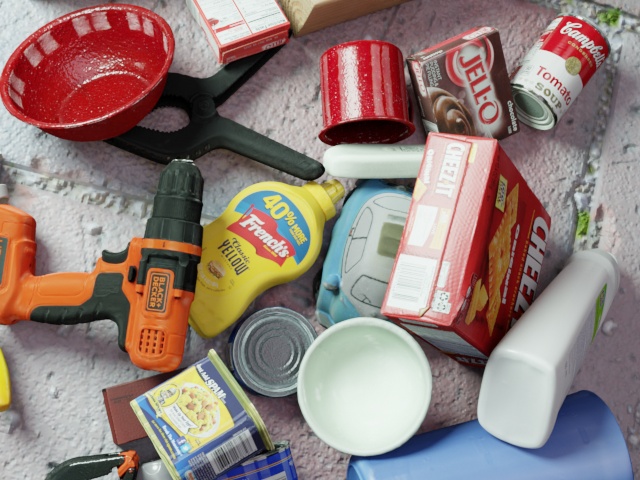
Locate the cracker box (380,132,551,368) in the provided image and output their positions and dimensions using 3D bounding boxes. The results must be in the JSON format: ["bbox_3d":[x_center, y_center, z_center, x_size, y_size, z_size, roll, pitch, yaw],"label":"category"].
[{"bbox_3d":[0.140,0.018,0.962,0.072,0.213,0.164,10,78,28],"label":"cracker box"}]

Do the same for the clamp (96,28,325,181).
[{"bbox_3d":[-0.106,-0.128,1.007,0.210,0.036,0.164,-3,67,-8],"label":"clamp"}]

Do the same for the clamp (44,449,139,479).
[{"bbox_3d":[-0.218,0.252,0.920,0.171,0.039,0.120,-33,99,2],"label":"clamp"}]

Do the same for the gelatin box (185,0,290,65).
[{"bbox_3d":[-0.080,-0.216,1.019,0.073,0.030,0.089,-22,64,-15],"label":"gelatin box"}]

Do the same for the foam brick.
[{"bbox_3d":[-0.151,0.148,0.955,0.078,0.051,0.053,-12,84,-15],"label":"foam brick"}]

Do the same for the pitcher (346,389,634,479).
[{"bbox_3d":[0.155,0.230,0.972,0.242,0.149,0.145,-10,88,-11],"label":"pitcher"}]

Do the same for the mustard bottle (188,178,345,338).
[{"bbox_3d":[-0.056,0.001,0.994,0.191,0.058,0.096,-35,86,-16],"label":"mustard bottle"}]

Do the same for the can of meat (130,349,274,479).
[{"bbox_3d":[-0.100,0.153,0.890,0.084,0.102,0.057,-30,135,-14],"label":"can of meat"}]

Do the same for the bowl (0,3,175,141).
[{"bbox_3d":[-0.201,-0.140,0.958,0.162,0.055,0.162,-7,49,8],"label":"bowl"}]

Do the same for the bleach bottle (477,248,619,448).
[{"bbox_3d":[0.228,0.083,1.000,0.068,0.103,0.250,19,34,24],"label":"bleach bottle"}]

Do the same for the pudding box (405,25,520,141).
[{"bbox_3d":[0.141,-0.143,1.049,0.090,0.039,0.113,-25,118,-15],"label":"pudding box"}]

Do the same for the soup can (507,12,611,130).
[{"bbox_3d":[0.238,-0.171,1.083,0.068,0.069,0.102,40,76,-5],"label":"soup can"}]

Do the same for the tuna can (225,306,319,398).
[{"bbox_3d":[-0.044,0.104,0.995,0.086,0.034,0.086,2,82,-13],"label":"tuna can"}]

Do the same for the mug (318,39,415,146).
[{"bbox_3d":[0.050,-0.139,1.030,0.117,0.093,0.081,8,74,-44],"label":"mug"}]

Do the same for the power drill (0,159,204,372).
[{"bbox_3d":[-0.196,0.014,0.927,0.188,0.057,0.184,6,82,10],"label":"power drill"}]
